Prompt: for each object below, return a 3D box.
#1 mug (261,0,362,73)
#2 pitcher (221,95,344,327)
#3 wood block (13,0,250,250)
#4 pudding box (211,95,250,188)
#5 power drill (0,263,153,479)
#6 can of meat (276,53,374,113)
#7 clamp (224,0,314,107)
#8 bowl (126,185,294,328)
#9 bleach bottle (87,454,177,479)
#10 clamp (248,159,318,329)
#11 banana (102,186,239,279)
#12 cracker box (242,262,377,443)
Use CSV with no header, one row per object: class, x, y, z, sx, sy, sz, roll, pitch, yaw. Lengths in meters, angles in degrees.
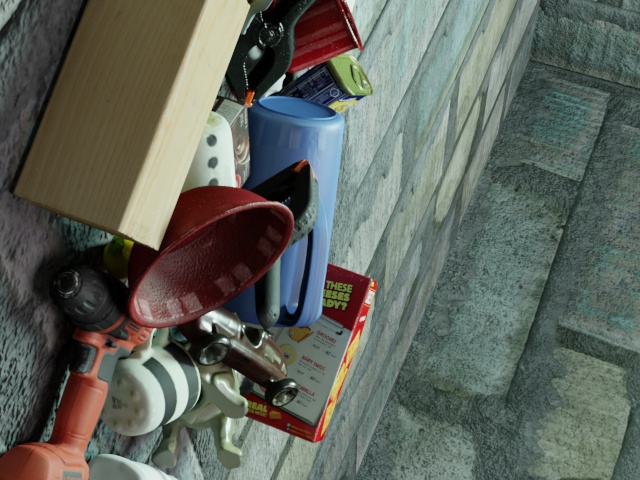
mug,-0.014,-0.229,1.097,0.117,0.081,0.093,51,20,-59
pitcher,-0.040,-0.029,1.193,0.144,0.149,0.243,-39,142,-65
wood block,-0.138,-0.108,0.801,0.090,0.091,0.206,42,67,-76
pudding box,-0.107,-0.076,1.074,0.113,0.039,0.090,89,25,-53
power drill,-0.207,0.118,0.899,0.184,0.057,0.187,59,51,-73
can of meat,0.005,-0.175,1.262,0.084,0.057,0.102,-32,175,22
clamp,-0.045,-0.211,1.035,0.039,0.120,0.172,-116,-150,-46
bowl,-0.104,0.004,0.903,0.162,0.055,0.162,-31,157,-15
bleach bottle,-0.196,0.285,1.163,0.250,0.068,0.102,52,58,-77
clamp,-0.057,0.001,1.038,0.209,0.165,0.036,-48,135,-27
banana,-0.140,-0.003,0.983,0.070,0.037,0.197,-30,-179,33
cracker box,-0.040,0.125,1.340,0.072,0.164,0.214,34,75,-77
